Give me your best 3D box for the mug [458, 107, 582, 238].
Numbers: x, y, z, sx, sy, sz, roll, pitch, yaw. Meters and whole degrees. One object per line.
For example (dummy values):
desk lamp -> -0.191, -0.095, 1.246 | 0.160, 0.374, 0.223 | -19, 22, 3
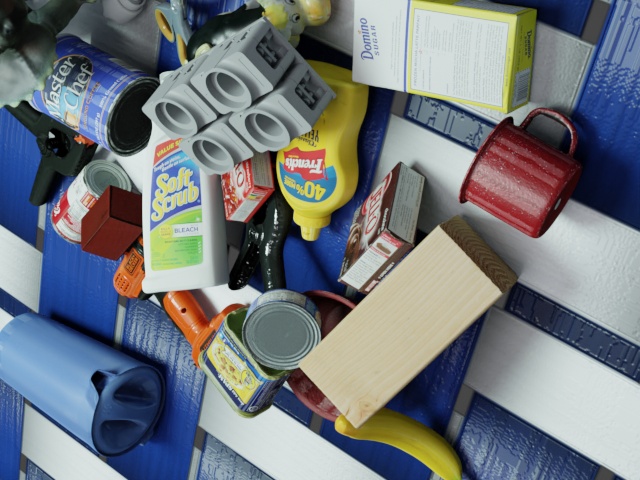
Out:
mug -> 0.192, -0.065, 0.980 | 0.081, 0.093, 0.117 | 32, 96, 17

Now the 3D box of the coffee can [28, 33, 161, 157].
coffee can -> -0.268, -0.174, 1.274 | 0.140, 0.102, 0.103 | 29, 124, 25

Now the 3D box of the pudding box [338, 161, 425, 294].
pudding box -> 0.063, -0.013, 1.080 | 0.039, 0.113, 0.090 | 28, 131, -14

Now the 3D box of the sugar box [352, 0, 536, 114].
sugar box -> 0.113, -0.184, 1.012 | 0.176, 0.048, 0.093 | 20, 120, 35

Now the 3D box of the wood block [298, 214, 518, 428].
wood block -> 0.088, 0.081, 1.069 | 0.091, 0.090, 0.206 | 46, 110, 8

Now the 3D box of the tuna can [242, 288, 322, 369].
tuna can -> -0.041, 0.096, 1.159 | 0.086, 0.033, 0.086 | 2, 117, 4

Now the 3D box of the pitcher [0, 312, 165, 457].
pitcher -> -0.338, 0.197, 1.483 | 0.243, 0.144, 0.149 | 23, 109, 33

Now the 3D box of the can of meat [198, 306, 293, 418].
can of meat -> -0.084, 0.138, 1.224 | 0.102, 0.057, 0.084 | 50, 135, 18

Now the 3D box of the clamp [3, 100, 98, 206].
clamp -> -0.349, -0.118, 1.394 | 0.210, 0.036, 0.164 | 8, 116, 46

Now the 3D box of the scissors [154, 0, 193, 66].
scissors -> -0.162, -0.261, 1.155 | 0.096, 0.016, 0.202 | 49, 161, 29

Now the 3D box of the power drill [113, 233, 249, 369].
power drill -> -0.164, 0.051, 1.323 | 0.188, 0.057, 0.185 | 48, 130, 14

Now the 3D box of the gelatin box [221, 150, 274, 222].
gelatin box -> -0.083, -0.076, 1.189 | 0.073, 0.030, 0.089 | -46, 45, 48

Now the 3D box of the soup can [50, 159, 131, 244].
soup can -> -0.295, -0.049, 1.372 | 0.068, 0.068, 0.102 | 54, 131, 7

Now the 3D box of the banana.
banana -> 0.090, 0.215, 1.150 | 0.197, 0.070, 0.037 | 31, 106, -26

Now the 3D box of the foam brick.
foam brick -> -0.254, -0.020, 1.312 | 0.078, 0.051, 0.053 | -42, 42, 38

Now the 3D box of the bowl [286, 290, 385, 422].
bowl -> 0.026, 0.123, 1.203 | 0.162, 0.055, 0.162 | 16, 118, 32

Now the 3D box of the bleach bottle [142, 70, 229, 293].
bleach bottle -> -0.166, -0.069, 1.238 | 0.103, 0.068, 0.251 | -6, 90, 13

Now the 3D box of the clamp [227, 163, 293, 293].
clamp -> -0.058, 0.001, 1.202 | 0.120, 0.039, 0.171 | 35, 120, 46

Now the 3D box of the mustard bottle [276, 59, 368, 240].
mustard bottle -> -0.003, -0.089, 1.134 | 0.096, 0.058, 0.192 | 23, 122, 31
